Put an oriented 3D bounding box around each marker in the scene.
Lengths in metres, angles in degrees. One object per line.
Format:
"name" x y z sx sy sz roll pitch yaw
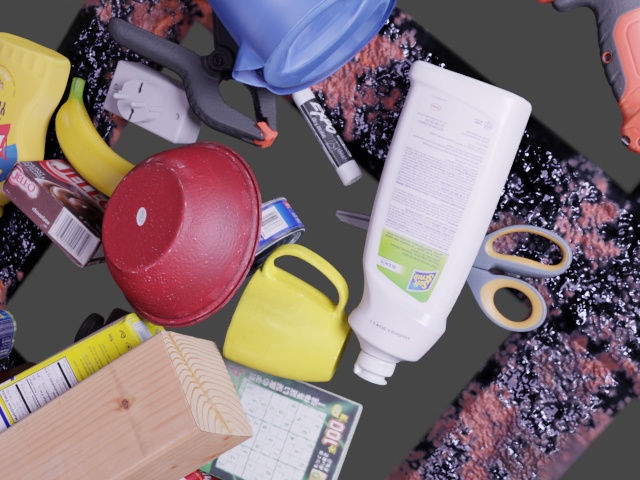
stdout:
"marker" -0.002 -0.102 0.917 0.020 0.020 0.121 -34 81 22

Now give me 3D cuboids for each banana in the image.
"banana" -0.181 -0.070 0.983 0.198 0.037 0.070 39 99 14

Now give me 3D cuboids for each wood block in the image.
"wood block" -0.173 0.167 0.876 0.206 0.090 0.091 -32 66 16

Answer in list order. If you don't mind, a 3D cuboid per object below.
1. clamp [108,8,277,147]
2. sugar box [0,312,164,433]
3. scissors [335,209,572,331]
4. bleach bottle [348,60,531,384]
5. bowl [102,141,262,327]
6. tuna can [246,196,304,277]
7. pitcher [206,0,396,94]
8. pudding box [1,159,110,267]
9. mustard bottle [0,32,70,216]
"clamp" -0.101 -0.150 0.922 0.120 0.039 0.171 -26 83 -8
"sugar box" -0.223 0.120 0.929 0.176 0.093 0.048 -30 88 5
"scissors" 0.106 0.024 0.884 0.202 0.016 0.096 2 95 23
"bleach bottle" 0.077 -0.008 0.852 0.103 0.068 0.251 24 98 22
"bowl" -0.127 -0.012 0.874 0.162 0.055 0.162 -12 69 33
"tuna can" -0.056 0.001 0.913 0.086 0.086 0.034 -38 82 21
"pitcher" -0.048 -0.254 0.874 0.243 0.149 0.145 53 126 14
"pudding box" -0.222 -0.028 0.979 0.113 0.089 0.039 43 111 13
"mustard bottle" -0.308 -0.098 1.026 0.096 0.058 0.192 24 104 20
